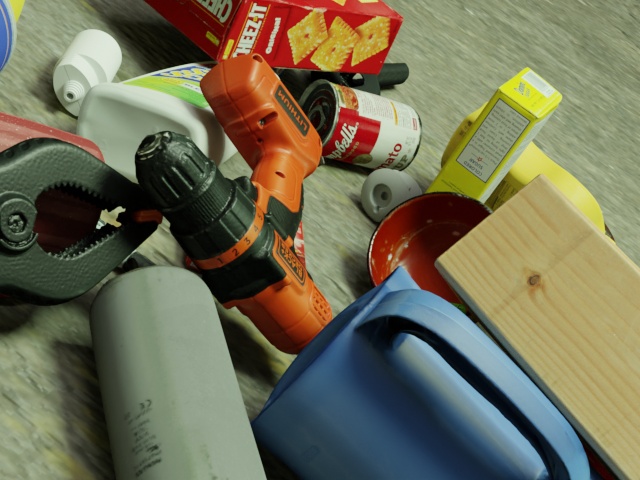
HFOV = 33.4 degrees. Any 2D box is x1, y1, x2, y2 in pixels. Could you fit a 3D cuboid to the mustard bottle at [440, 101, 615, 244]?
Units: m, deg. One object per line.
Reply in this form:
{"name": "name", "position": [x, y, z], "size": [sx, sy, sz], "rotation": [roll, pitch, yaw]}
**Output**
{"name": "mustard bottle", "position": [0.197, -0.033, 0.967], "size": [0.058, 0.096, 0.192], "rotation": [-36, 73, -28]}

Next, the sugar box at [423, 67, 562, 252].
{"name": "sugar box", "position": [0.129, -0.057, 0.900], "size": [0.048, 0.176, 0.093], "rotation": [41, 30, 8]}

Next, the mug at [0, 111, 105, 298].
{"name": "mug", "position": [-0.185, -0.022, 0.653], "size": [0.081, 0.093, 0.117], "rotation": [15, 66, -38]}

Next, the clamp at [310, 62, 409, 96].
{"name": "clamp", "position": [0.025, -0.185, 1.123], "size": [0.120, 0.039, 0.171], "rotation": [33, 30, 3]}

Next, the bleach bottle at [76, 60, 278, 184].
{"name": "bleach bottle", "position": [-0.097, -0.112, 0.877], "size": [0.102, 0.068, 0.250], "rotation": [19, 24, 9]}

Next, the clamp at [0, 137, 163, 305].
{"name": "clamp", "position": [-0.179, -0.018, 0.579], "size": [0.209, 0.164, 0.036], "rotation": [-15, 11, -43]}

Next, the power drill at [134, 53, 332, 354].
{"name": "power drill", "position": [-0.052, -0.041, 0.702], "size": [0.184, 0.057, 0.187], "rotation": [55, 25, -36]}

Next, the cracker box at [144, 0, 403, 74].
{"name": "cracker box", "position": [-0.052, -0.224, 0.982], "size": [0.213, 0.072, 0.164], "rotation": [-5, 38, -48]}

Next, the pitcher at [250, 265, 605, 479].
{"name": "pitcher", "position": [0.087, 0.136, 0.608], "size": [0.243, 0.145, 0.149], "rotation": [43, 9, 3]}

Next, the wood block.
{"name": "wood block", "position": [0.174, 0.070, 0.644], "size": [0.206, 0.091, 0.090], "rotation": [51, 3, 29]}

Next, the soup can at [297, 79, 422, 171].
{"name": "soup can", "position": [0.035, -0.104, 0.987], "size": [0.102, 0.069, 0.068], "rotation": [11, 37, -35]}
